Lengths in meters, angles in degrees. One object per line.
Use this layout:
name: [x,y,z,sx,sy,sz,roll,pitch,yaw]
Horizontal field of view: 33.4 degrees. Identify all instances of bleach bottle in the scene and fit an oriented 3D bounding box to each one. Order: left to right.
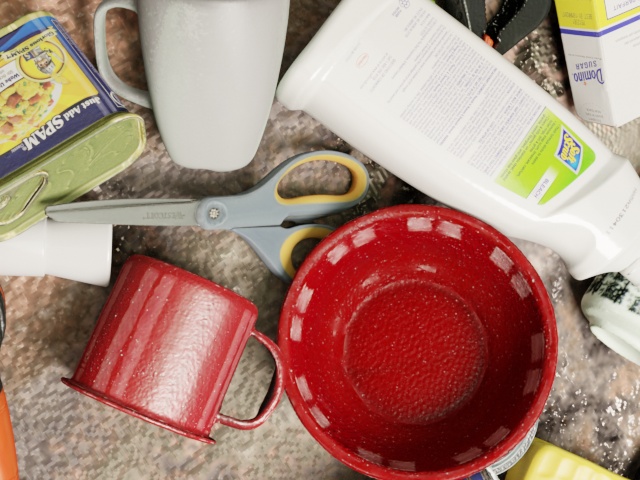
bleach bottle: [0.101,-0.050,0.638,0.251,0.068,0.102,38,80,-4]

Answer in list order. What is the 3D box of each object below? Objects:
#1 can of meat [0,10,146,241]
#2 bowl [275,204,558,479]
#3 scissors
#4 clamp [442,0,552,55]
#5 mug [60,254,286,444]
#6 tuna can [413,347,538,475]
can of meat: [-0.159,-0.062,0.571,0.102,0.057,0.084,-35,76,-17]
bowl: [0.056,0.063,0.635,0.162,0.055,0.162,-1,78,4]
scissors: [-0.054,0.001,0.622,0.201,0.016,0.096,-18,106,-28]
clamp: [0.114,-0.196,0.672,0.120,0.039,0.171,28,82,-18]
mug: [-0.075,0.064,0.599,0.117,0.093,0.081,23,81,2]
tuna can: [0.096,0.108,0.685,0.086,0.034,0.086,-1,93,-17]
